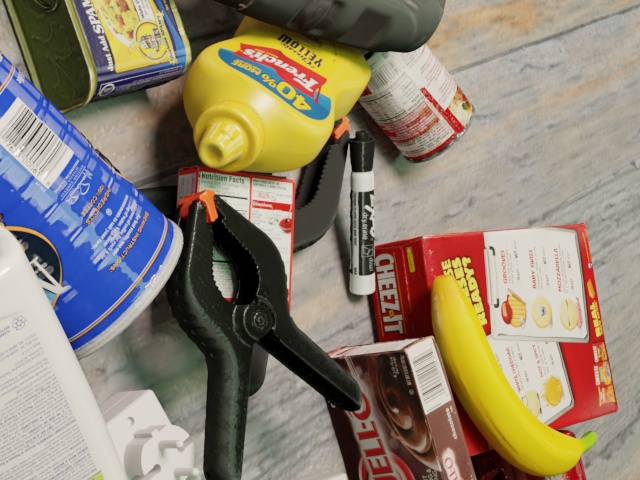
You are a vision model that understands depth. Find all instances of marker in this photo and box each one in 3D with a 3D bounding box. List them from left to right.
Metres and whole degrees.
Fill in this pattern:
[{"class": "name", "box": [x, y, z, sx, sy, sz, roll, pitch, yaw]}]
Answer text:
[{"class": "marker", "box": [0.030, -0.020, 0.775, 0.020, 0.020, 0.121, -19, 115, -43]}]

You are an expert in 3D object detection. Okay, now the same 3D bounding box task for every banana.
[{"class": "banana", "box": [0.130, 0.111, 0.763, 0.197, 0.037, 0.069, 48, 42, -24]}]

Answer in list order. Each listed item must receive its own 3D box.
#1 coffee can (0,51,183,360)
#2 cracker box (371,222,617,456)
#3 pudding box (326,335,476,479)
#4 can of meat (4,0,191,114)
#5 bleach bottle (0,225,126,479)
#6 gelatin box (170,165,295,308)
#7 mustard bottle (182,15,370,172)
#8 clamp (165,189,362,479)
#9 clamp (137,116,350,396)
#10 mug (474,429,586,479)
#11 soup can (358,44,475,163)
[{"class": "coffee can", "box": [-0.158, -0.017, 0.570, 0.140, 0.103, 0.102, 47, 54, -26]}, {"class": "cracker box", "box": [0.140, 0.074, 0.850, 0.213, 0.072, 0.164, -5, 84, -42]}, {"class": "pudding box", "box": [0.052, 0.127, 0.744, 0.039, 0.090, 0.113, -16, 92, -45]}, {"class": "can of meat", "box": [-0.135, -0.136, 0.648, 0.083, 0.058, 0.102, -24, 99, -45]}, {"class": "bleach bottle", "box": [-0.155, 0.120, 0.541, 0.102, 0.068, 0.251, -27, 123, -20]}, {"class": "gelatin box", "box": [-0.054, 0.001, 0.668, 0.073, 0.030, 0.089, 6, 84, -35]}, {"class": "mustard bottle", "box": [-0.034, -0.092, 0.680, 0.096, 0.058, 0.191, 35, 33, -2]}, {"class": "clamp", "box": [-0.049, 0.058, 0.623, 0.120, 0.039, 0.171, -39, 104, -43]}, {"class": "clamp", "box": [-0.050, -0.023, 0.717, 0.164, 0.036, 0.209, 49, 57, -26]}, {"class": "mug", "box": [0.160, 0.197, 0.833, 0.117, 0.093, 0.081, -6, 81, -40]}, {"class": "soup can", "box": [0.063, -0.118, 0.819, 0.102, 0.069, 0.068, 47, 54, -26]}]
